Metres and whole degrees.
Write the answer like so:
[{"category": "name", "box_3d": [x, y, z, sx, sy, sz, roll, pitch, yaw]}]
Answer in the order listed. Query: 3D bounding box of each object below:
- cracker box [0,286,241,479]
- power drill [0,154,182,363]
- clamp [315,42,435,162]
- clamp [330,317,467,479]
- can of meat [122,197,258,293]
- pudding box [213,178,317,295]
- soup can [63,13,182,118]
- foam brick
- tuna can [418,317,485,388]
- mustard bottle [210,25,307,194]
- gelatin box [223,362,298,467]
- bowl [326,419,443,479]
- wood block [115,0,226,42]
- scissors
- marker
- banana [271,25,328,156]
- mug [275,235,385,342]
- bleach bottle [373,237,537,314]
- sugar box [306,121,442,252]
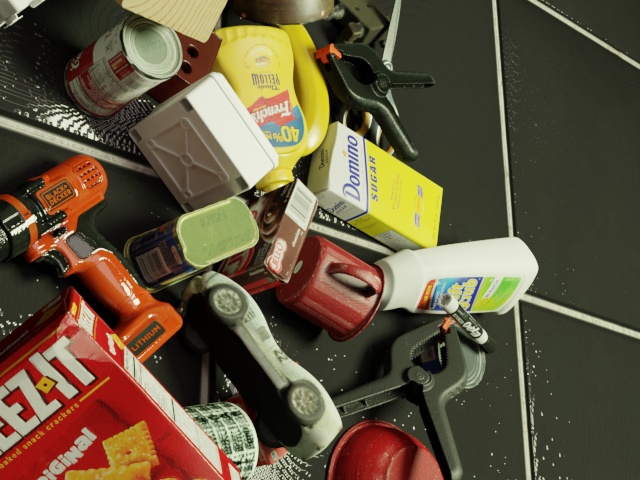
[{"category": "cracker box", "box_3d": [-0.187, 0.171, 0.827, 0.164, 0.072, 0.213, -39, 108, 0]}, {"category": "power drill", "box_3d": [-0.217, 0.035, 0.922, 0.184, 0.057, 0.187, -42, 104, -45]}, {"category": "clamp", "box_3d": [0.064, -0.167, 1.240, 0.171, 0.039, 0.120, 20, 62, -32]}, {"category": "clamp", "box_3d": [0.110, 0.164, 1.144, 0.165, 0.036, 0.209, 29, 46, 16]}, {"category": "can of meat", "box_3d": [-0.121, 0.003, 1.009, 0.101, 0.084, 0.057, -25, 92, -46]}, {"category": "pudding box", "box_3d": [-0.057, 0.001, 1.067, 0.039, 0.090, 0.113, 43, 48, -26]}, {"category": "soup can", "box_3d": [-0.185, -0.163, 0.998, 0.068, 0.102, 0.068, 18, 63, -39]}, {"category": "foam brick", "box_3d": [-0.144, -0.182, 1.082, 0.053, 0.051, 0.078, 36, 52, -29]}, {"category": "tuna can", "box_3d": [0.154, 0.135, 1.260, 0.086, 0.034, 0.086, 18, 62, -39]}, {"category": "mustard bottle", "box_3d": [-0.063, -0.130, 1.134, 0.096, 0.058, 0.191, -5, 79, -33]}, {"category": "gelatin box", "box_3d": [-0.044, 0.172, 1.056, 0.089, 0.030, 0.073, -26, 93, -46]}, {"category": "bowl", "box_3d": [0.083, 0.266, 1.125, 0.161, 0.055, 0.162, 17, 63, -38]}, {"category": "wood block", "box_3d": [-0.163, -0.270, 0.985, 0.090, 0.206, 0.090, 19, 106, -39]}, {"category": "scissors", "box_3d": [0.061, -0.199, 1.276, 0.096, 0.016, 0.202, -2, 92, -35]}, {"category": "marker", "box_3d": [0.172, 0.098, 1.234, 0.121, 0.020, 0.020, 44, 47, -40]}, {"category": "banana", "box_3d": [-0.023, -0.176, 1.208, 0.069, 0.037, 0.198, 12, 66, -41]}, {"category": "mug", "box_3d": [0.014, 0.046, 1.104, 0.081, 0.117, 0.093, 32, 66, -26]}, {"category": "bleach bottle", "box_3d": [0.136, 0.049, 1.244, 0.250, 0.103, 0.068, -4, 51, -38]}, {"category": "sugar box", "box_3d": [0.065, -0.056, 1.240, 0.176, 0.048, 0.093, 30, 55, -34]}]
